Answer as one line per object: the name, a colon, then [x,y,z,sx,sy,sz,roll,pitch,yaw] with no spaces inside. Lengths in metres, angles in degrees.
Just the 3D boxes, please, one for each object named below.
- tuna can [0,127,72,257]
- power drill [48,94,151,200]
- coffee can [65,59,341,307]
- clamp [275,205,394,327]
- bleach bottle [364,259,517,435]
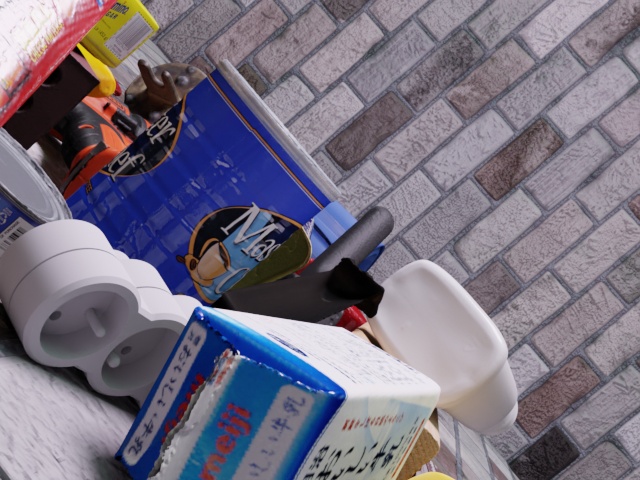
tuna can: [-0.158,-0.026,0.500,0.086,0.034,0.086,49,3,-4]
power drill: [-0.133,-0.045,0.753,0.184,0.057,0.188,35,8,-35]
coffee can: [-0.074,-0.020,0.614,0.103,0.140,0.103,49,3,-4]
clamp: [-0.014,0.041,0.814,0.036,0.164,0.210,60,10,-17]
bleach bottle: [0.109,0.102,0.796,0.103,0.068,0.250,53,1,29]
